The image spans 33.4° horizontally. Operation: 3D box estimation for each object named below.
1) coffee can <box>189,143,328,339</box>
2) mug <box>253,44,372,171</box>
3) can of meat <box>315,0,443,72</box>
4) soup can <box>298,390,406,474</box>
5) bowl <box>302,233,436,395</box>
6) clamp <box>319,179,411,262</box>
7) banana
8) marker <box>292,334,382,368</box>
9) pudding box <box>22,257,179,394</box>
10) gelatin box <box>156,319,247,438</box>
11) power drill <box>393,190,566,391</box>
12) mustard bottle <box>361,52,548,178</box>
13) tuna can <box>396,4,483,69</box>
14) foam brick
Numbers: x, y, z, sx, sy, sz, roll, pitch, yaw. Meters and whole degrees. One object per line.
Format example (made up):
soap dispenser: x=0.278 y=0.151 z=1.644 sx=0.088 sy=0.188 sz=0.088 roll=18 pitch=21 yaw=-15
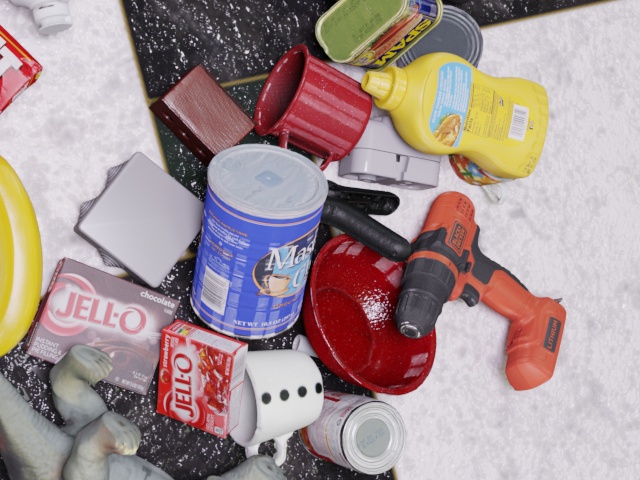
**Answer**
coffee can: x=-0.056 y=0.001 z=0.937 sx=0.102 sy=0.103 sz=0.140 roll=-5 pitch=130 yaw=-23
mug: x=-0.007 y=-0.115 z=1.002 sx=0.081 sy=0.093 sz=0.117 roll=24 pitch=60 yaw=-25
can of meat: x=0.055 y=-0.209 z=1.012 sx=0.057 sy=0.102 sz=0.083 roll=57 pitch=25 yaw=12
soup can: x=0.029 y=0.179 z=1.001 sx=0.068 sy=0.102 sz=0.068 roll=1 pitch=87 yaw=-23
bowl: x=0.036 y=0.076 z=1.014 sx=0.161 sy=0.055 sz=0.162 roll=23 pitch=53 yaw=-35
clamp: x=0.009 y=-0.040 z=1.020 sx=0.171 sy=0.120 sz=0.039 roll=25 pitch=108 yaw=-4
banana: x=-0.272 y=0.016 z=0.916 sx=0.069 sy=0.037 sz=0.198 roll=6 pitch=85 yaw=-23
marker: x=0.030 y=0.116 z=1.049 sx=0.121 sy=0.020 sz=0.020 roll=18 pitch=81 yaw=-21
pudding box: x=-0.193 y=0.076 z=0.945 sx=0.113 sy=0.039 sz=0.090 roll=23 pitch=79 yaw=-20
gelatin box: x=-0.106 y=0.123 z=0.945 sx=0.030 sy=0.073 sz=0.089 roll=-37 pitch=141 yaw=-58
power drill: x=0.158 y=0.065 z=1.055 sx=0.187 sy=0.057 sz=0.184 roll=43 pitch=47 yaw=-20
mustard bottle: x=0.125 y=-0.125 z=1.014 sx=0.191 sy=0.058 sz=0.096 roll=14 pitch=85 yaw=-26
tuna can: x=0.119 y=-0.191 z=1.074 sx=0.086 sy=0.034 sz=0.086 roll=0 pitch=73 yaw=1
foam brick: x=-0.109 y=-0.115 z=0.982 sx=0.078 sy=0.053 sz=0.051 roll=46 pitch=72 yaw=-14
